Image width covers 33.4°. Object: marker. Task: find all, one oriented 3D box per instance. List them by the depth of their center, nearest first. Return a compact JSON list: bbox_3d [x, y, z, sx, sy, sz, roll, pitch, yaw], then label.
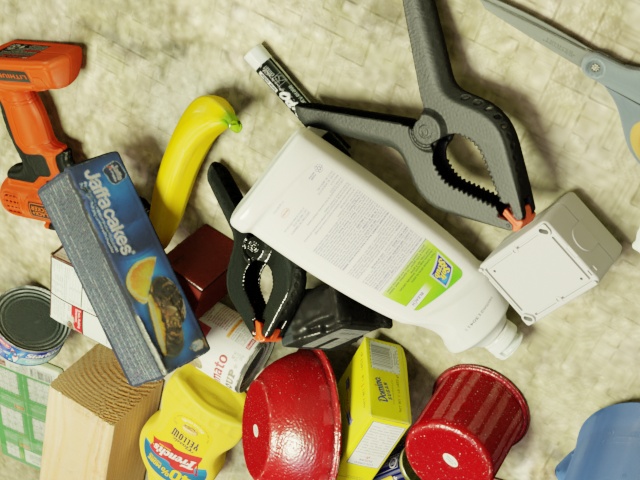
[{"bbox_3d":[-0.017,-0.113,0.891,0.121,0.020,0.020,49,131,-3],"label":"marker"}]

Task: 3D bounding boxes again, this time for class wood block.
[{"bbox_3d":[-0.251,0.229,1.201,0.090,0.090,0.206,29,129,15],"label":"wood block"}]

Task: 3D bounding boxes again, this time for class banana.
[{"bbox_3d":[-0.120,-0.070,0.955,0.037,0.069,0.198,14,141,-20],"label":"banana"}]

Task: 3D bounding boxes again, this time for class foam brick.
[{"bbox_3d":[-0.115,0.031,1.003,0.053,0.078,0.051,34,131,13],"label":"foam brick"}]

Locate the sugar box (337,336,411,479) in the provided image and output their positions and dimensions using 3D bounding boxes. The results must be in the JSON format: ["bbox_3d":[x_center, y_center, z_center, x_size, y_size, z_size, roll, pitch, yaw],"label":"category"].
[{"bbox_3d":[0.028,0.181,0.992,0.048,0.093,0.176,17,130,-15],"label":"sugar box"}]

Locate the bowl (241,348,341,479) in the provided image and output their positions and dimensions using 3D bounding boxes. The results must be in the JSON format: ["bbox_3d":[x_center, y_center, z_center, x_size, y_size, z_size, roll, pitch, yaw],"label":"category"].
[{"bbox_3d":[-0.034,0.175,0.990,0.055,0.162,0.162,3,131,-20],"label":"bowl"}]

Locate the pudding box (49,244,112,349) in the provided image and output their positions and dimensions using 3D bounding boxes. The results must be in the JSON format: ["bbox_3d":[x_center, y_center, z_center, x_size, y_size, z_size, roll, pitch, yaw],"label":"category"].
[{"bbox_3d":[-0.230,0.061,1.120,0.113,0.039,0.090,23,127,16],"label":"pudding box"}]

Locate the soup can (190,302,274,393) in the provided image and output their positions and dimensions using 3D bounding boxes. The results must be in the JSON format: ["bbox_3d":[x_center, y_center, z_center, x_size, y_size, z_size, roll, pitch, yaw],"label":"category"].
[{"bbox_3d":[-0.104,0.095,1.042,0.102,0.068,0.069,30,130,12],"label":"soup can"}]

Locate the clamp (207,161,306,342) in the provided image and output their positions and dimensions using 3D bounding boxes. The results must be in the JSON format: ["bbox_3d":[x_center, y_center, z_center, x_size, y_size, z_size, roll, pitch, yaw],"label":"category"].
[{"bbox_3d":[-0.056,0.001,0.936,0.120,0.039,0.171,4,86,41],"label":"clamp"}]

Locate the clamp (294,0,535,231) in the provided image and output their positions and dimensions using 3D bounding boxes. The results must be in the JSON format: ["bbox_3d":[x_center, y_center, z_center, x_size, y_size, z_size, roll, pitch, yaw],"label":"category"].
[{"bbox_3d":[0.078,-0.084,0.815,0.210,0.036,0.165,54,129,7],"label":"clamp"}]

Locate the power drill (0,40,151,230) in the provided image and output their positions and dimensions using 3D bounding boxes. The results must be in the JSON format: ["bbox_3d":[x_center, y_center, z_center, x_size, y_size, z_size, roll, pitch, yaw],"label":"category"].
[{"bbox_3d":[-0.249,-0.093,1.023,0.185,0.057,0.188,10,122,27],"label":"power drill"}]

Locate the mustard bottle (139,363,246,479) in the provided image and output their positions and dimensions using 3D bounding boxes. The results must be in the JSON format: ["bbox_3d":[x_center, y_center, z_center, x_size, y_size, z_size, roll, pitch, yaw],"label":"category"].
[{"bbox_3d":[-0.144,0.216,1.148,0.096,0.058,0.192,34,131,3],"label":"mustard bottle"}]

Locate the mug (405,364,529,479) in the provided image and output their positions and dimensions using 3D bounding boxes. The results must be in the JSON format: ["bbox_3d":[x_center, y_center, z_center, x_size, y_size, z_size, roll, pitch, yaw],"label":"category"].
[{"bbox_3d":[0.124,0.179,0.941,0.093,0.081,0.117,23,128,18],"label":"mug"}]

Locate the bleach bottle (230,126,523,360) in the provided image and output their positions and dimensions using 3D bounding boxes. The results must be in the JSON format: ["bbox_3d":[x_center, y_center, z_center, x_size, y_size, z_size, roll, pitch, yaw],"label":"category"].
[{"bbox_3d":[0.055,0.019,0.871,0.250,0.068,0.102,37,99,-8],"label":"bleach bottle"}]

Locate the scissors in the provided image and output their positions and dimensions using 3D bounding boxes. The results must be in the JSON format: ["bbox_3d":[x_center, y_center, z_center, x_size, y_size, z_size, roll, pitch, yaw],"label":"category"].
[{"bbox_3d":[0.200,-0.105,0.762,0.202,0.016,0.096,21,127,20],"label":"scissors"}]

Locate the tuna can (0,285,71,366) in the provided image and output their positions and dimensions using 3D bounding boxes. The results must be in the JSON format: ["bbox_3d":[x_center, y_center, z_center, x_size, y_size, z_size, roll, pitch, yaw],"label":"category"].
[{"bbox_3d":[-0.317,0.093,1.162,0.086,0.086,0.034,40,133,5],"label":"tuna can"}]
